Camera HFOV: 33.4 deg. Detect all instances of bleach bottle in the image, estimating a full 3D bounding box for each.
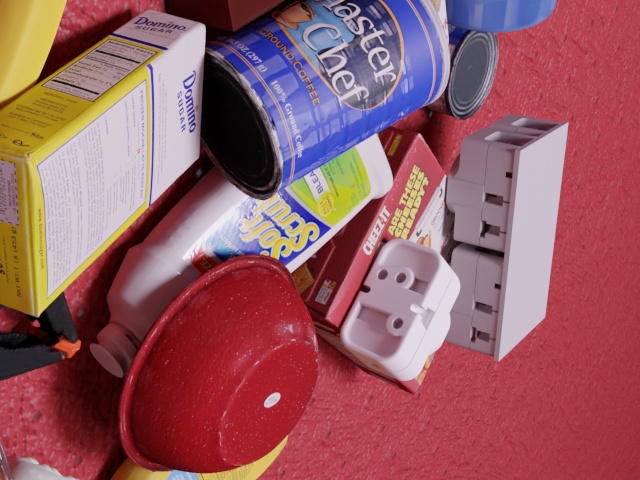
[{"bbox_3d":[-0.055,0.001,0.724,0.250,0.068,0.102,-47,129,-29],"label":"bleach bottle"}]

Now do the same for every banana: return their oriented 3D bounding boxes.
[{"bbox_3d":[-0.143,-0.134,0.516,0.069,0.037,0.198,-53,164,-71],"label":"banana"}]

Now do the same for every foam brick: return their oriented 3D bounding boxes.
[{"bbox_3d":[-0.051,-0.168,0.640,0.078,0.051,0.053,-42,140,-37],"label":"foam brick"}]

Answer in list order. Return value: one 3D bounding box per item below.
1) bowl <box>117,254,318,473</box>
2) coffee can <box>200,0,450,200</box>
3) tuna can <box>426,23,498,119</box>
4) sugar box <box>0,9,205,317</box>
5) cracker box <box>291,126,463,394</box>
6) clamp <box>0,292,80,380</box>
[{"bbox_3d":[-0.051,0.092,0.688,0.161,0.055,0.162,-35,141,-35],"label":"bowl"},{"bbox_3d":[-0.003,-0.103,0.675,0.140,0.103,0.103,-32,136,-25],"label":"coffee can"},{"bbox_3d":[0.122,-0.152,0.940,0.086,0.034,0.086,-35,136,-43],"label":"tuna can"},{"bbox_3d":[-0.120,-0.048,0.569,0.176,0.048,0.093,-57,160,-53],"label":"sugar box"},{"bbox_3d":[0.055,0.019,0.906,0.164,0.072,0.213,-63,148,-12],"label":"cracker box"},{"bbox_3d":[-0.195,0.035,0.555,0.120,0.039,0.171,-52,140,-13],"label":"clamp"}]
